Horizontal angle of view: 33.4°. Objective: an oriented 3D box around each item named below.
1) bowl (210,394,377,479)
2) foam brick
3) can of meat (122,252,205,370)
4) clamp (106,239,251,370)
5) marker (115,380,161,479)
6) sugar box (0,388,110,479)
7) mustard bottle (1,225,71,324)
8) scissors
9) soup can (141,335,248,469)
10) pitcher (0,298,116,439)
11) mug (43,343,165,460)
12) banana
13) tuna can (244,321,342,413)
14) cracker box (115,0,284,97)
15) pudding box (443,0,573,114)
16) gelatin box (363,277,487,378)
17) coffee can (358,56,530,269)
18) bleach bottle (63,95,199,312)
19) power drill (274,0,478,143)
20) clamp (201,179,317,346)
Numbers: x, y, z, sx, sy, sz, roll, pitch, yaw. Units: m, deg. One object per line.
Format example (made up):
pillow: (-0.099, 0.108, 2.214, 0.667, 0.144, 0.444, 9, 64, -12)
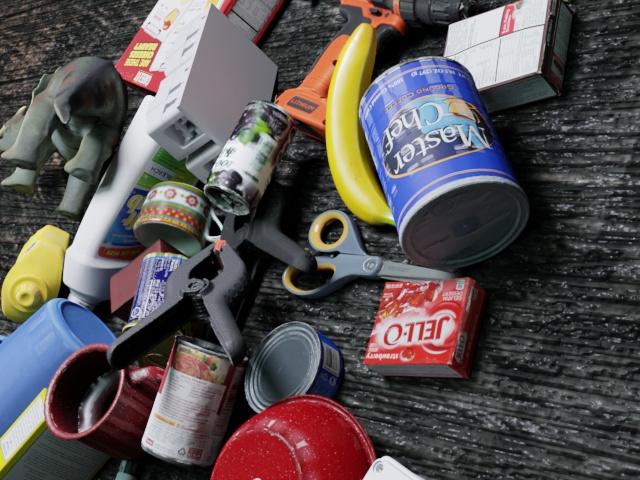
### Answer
bowl: (-0.034, 0.194, 0.820, 0.162, 0.055, 0.162, -15, 65, 35)
foam brick: (-0.172, 0.047, 1.103, 0.078, 0.053, 0.051, -37, 41, 22)
can of meat: (-0.144, 0.072, 1.018, 0.057, 0.102, 0.084, 1, 54, 9)
clamp: (-0.097, 0.056, 0.924, 0.120, 0.039, 0.171, 7, 38, 19)
marker: (-0.172, 0.183, 1.028, 0.020, 0.020, 0.121, -9, 57, 42)
sugar box: (-0.287, 0.235, 1.049, 0.176, 0.093, 0.048, -46, 38, 10)
mustard bottle: (-0.319, 0.044, 1.194, 0.096, 0.058, 0.192, -61, 13, 5)
scissors: (0.046, 0.008, 0.936, 0.202, 0.016, 0.096, -11, 56, 41)
soup can: (-0.111, 0.142, 0.941, 0.069, 0.068, 0.102, 17, 89, 50)
pitcher: (-0.326, 0.168, 1.104, 0.243, 0.149, 0.145, -44, 36, 8)
mug: (-0.184, 0.149, 0.988, 0.117, 0.081, 0.093, -28, 49, 17)
banana: (0.036, -0.095, 0.963, 0.070, 0.037, 0.198, -15, 78, 20)
tuna can: (-0.023, 0.115, 0.912, 0.086, 0.033, 0.086, -27, 46, 31)
cracker box: (-0.137, -0.258, 1.280, 0.164, 0.072, 0.213, 28, 84, 52)
pudding box: (0.158, -0.158, 0.927, 0.114, 0.039, 0.090, -12, 56, 43)
gelatin box: (0.083, 0.069, 0.841, 0.089, 0.030, 0.073, -5, 59, 44)
coffee can: (0.096, -0.063, 0.855, 0.103, 0.102, 0.140, -35, 48, 23)
bleach bottle: (-0.205, -0.027, 1.171, 0.068, 0.102, 0.251, 32, 95, 44)
power drill: (0.050, -0.180, 1.042, 0.185, 0.057, 0.187, 26, 81, 51)
clamp: (-0.057, 0.001, 1.019, 0.165, 0.036, 0.210, -38, 36, 37)
